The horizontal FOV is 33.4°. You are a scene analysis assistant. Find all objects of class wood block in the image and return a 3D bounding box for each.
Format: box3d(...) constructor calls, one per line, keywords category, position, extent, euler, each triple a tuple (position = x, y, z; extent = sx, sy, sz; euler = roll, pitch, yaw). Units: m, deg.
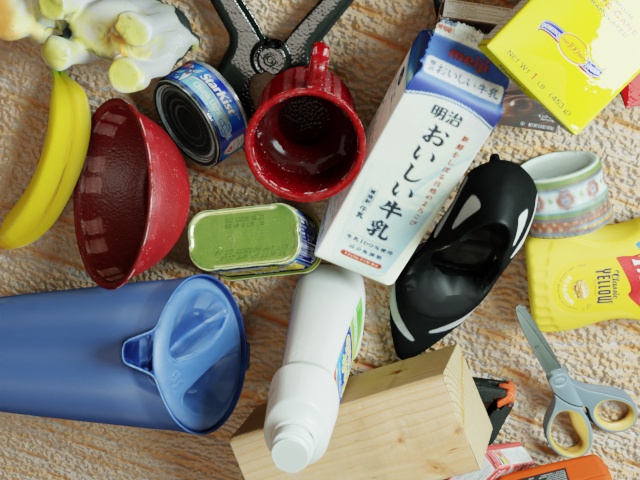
box3d(category="wood block", position=(0.037, 0.174, 0.955), extent=(0.206, 0.090, 0.090), euler=(-20, 97, 19))

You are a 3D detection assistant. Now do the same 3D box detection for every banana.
box3d(category="banana", position=(-0.242, -0.062, 0.947), extent=(0.037, 0.070, 0.198), euler=(4, 120, -40))

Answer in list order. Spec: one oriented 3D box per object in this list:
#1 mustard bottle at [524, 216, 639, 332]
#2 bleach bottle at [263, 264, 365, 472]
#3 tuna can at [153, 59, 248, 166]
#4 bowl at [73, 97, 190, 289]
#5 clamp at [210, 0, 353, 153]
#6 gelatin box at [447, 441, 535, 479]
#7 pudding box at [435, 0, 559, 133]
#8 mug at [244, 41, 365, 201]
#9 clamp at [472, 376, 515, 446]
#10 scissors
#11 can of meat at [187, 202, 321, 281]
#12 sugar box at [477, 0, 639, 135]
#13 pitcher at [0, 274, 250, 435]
box3d(category="mustard bottle", position=(0.273, 0.025, 0.907), extent=(0.192, 0.058, 0.096), euler=(-5, 114, 10))
box3d(category="bleach bottle", position=(-0.007, 0.112, 0.877), extent=(0.068, 0.250, 0.103), euler=(7, 114, 5))
box3d(category="tuna can", position=(-0.100, -0.105, 0.889), extent=(0.086, 0.033, 0.086), euler=(37, 149, 27))
box3d(category="bowl", position=(-0.156, -0.039, 0.910), extent=(0.055, 0.162, 0.162), euler=(1, 120, -35))
box3d(category="clamp", position=(-0.049, -0.160, 0.883), extent=(0.164, 0.036, 0.210), euler=(14, 114, 2))
box3d(category="gelatin box", position=(0.150, 0.230, 1.004), extent=(0.089, 0.073, 0.030), euler=(-51, 57, 23))
box3d(category="pudding box", position=(0.144, -0.139, 0.852), extent=(0.113, 0.039, 0.090), euler=(8, 133, 3))
box3d(category="mug", position=(-0.010, -0.100, 0.842), extent=(0.093, 0.081, 0.117), euler=(7, 117, -3))
box3d(category="clamp", position=(0.110, 0.186, 1.008), extent=(0.172, 0.039, 0.120), euler=(-19, 110, 19))
box3d(category="scissors", position=(0.231, 0.121, 0.950), extent=(0.096, 0.016, 0.202), euler=(-14, 127, 4))
box3d(category="can of meat", position=(-0.056, 0.001, 0.919), extent=(0.102, 0.084, 0.057), euler=(-6, 84, 11))
box3d(category="sugar box", position=(0.205, -0.168, 0.742), extent=(0.093, 0.048, 0.176), euler=(43, 99, -8))
box3d(category="pitcher", position=(-0.191, 0.102, 0.951), extent=(0.243, 0.144, 0.149), euler=(-3, 129, 29))
